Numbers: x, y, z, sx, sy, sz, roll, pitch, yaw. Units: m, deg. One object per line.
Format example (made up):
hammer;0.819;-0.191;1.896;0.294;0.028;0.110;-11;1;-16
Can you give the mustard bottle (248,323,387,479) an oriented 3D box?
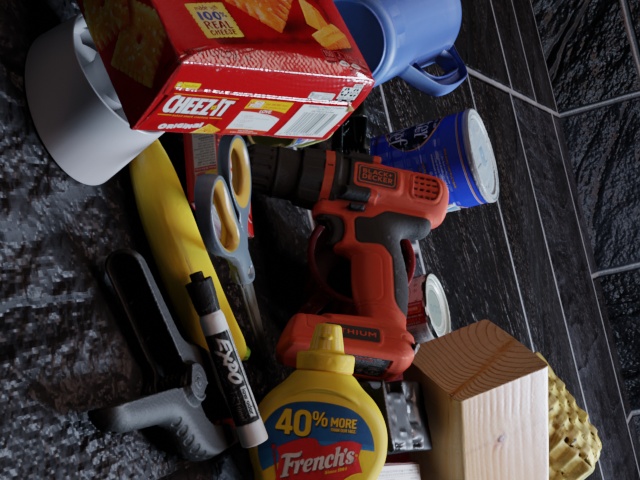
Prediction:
mustard bottle;-0.003;0.153;0.738;0.058;0.096;0.191;74;21;-81

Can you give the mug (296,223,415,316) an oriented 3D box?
mug;0.020;0.039;0.923;0.117;0.093;0.082;-45;168;-27

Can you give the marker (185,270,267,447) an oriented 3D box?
marker;-0.063;0.078;0.708;0.020;0.020;0.121;-30;103;-68

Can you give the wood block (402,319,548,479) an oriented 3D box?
wood block;0.135;0.187;0.912;0.090;0.090;0.206;39;-39;54

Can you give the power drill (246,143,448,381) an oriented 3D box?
power drill;0.011;0.011;0.854;0.057;0.184;0.187;111;-13;-60

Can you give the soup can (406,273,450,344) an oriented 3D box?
soup can;0.063;0.073;0.998;0.068;0.102;0.068;47;36;-50

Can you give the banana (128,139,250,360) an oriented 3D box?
banana;-0.094;0.018;0.745;0.070;0.037;0.198;-123;-168;-68

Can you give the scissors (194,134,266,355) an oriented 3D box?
scissors;-0.055;0.001;0.775;0.201;0.016;0.096;71;25;-59

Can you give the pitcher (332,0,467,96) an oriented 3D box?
pitcher;0.071;-0.227;1.167;0.242;0.149;0.145;-42;134;-62

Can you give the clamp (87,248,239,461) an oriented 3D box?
clamp;-0.096;0.083;0.689;0.171;0.039;0.120;51;37;-59

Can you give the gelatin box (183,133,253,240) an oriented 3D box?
gelatin box;-0.076;-0.047;0.807;0.089;0.030;0.073;59;23;-66

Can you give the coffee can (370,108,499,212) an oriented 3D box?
coffee can;0.111;-0.075;1.156;0.102;0.140;0.103;47;35;-50

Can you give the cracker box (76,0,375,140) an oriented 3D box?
cracker box;-0.077;-0.170;0.692;0.163;0.072;0.214;-2;59;-44

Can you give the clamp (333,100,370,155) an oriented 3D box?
clamp;0.031;-0.094;1.053;0.210;0.036;0.165;-86;179;-56
